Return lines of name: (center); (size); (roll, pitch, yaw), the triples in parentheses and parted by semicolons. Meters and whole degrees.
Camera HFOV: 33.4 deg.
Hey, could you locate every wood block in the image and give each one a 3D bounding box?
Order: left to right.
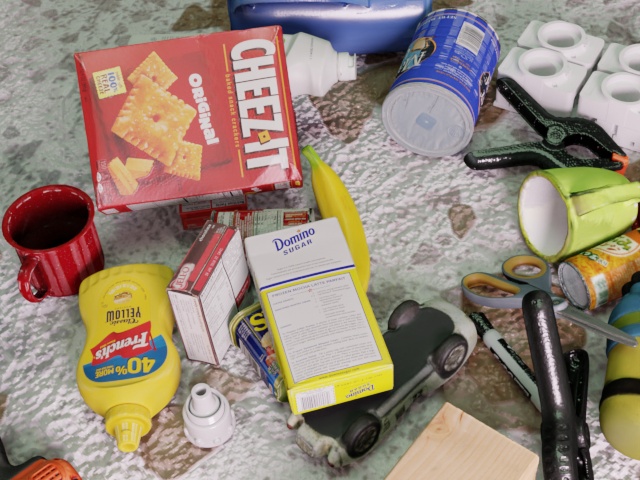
wood block: (0.077, 0.243, 0.841); (0.091, 0.090, 0.205); (28, 56, 26)

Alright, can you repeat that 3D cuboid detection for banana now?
banana: (0.019, -0.005, 1.082); (0.037, 0.069, 0.198); (-36, 51, 26)

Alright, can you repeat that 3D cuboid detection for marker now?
marker: (0.176, 0.110, 0.994); (0.020, 0.020, 0.121); (-25, 52, -16)

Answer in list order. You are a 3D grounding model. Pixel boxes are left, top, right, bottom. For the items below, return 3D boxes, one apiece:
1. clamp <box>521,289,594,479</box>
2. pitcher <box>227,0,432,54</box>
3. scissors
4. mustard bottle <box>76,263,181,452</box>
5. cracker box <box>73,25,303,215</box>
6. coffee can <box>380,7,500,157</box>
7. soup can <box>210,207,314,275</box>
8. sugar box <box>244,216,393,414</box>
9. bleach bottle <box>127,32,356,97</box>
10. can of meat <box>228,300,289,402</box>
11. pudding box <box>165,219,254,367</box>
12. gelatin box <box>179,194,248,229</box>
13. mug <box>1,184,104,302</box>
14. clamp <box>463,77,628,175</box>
clamp: (0.200, 0.153, 0.883); (0.036, 0.164, 0.210); (-11, 55, 23)
pitcher: (0.010, -0.281, 1.275); (0.243, 0.145, 0.149); (0, 48, 1)
scissors: (0.226, 0.051, 1.002); (0.202, 0.016, 0.096); (13, 37, 42)
mustard bottle: (-0.180, 0.111, 1.000); (0.096, 0.058, 0.191); (-8, 49, 0)
cracker box: (-0.133, -0.123, 1.097); (0.213, 0.072, 0.164); (-8, 88, -1)
coffee can: (0.136, -0.177, 1.193); (0.103, 0.103, 0.140); (12, 51, 15)
soup can: (-0.057, 0.001, 1.078); (0.102, 0.068, 0.068); (-2, 49, 3)
sugar box: (-0.004, 0.064, 0.960); (0.093, 0.048, 0.176); (-13, 48, -7)
bleach bottle: (-0.086, -0.181, 1.172); (0.251, 0.068, 0.102); (-1, 58, 5)
can of meat: (-0.021, 0.094, 1.003); (0.102, 0.057, 0.084); (-27, 54, -18)
pudding box: (-0.102, 0.051, 1.008); (0.039, 0.113, 0.090); (12, 50, 20)
gelatin box: (-0.117, -0.055, 1.158); (0.073, 0.030, 0.089); (-7, 52, -2)
mug: (-0.270, 0.012, 1.079); (0.093, 0.081, 0.117); (9, 50, 13)
clamp: (0.250, -0.115, 1.161); (0.171, 0.039, 0.120); (13, 72, 7)
